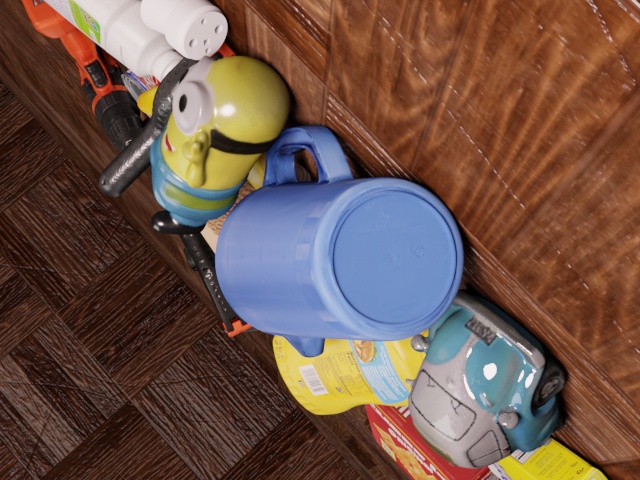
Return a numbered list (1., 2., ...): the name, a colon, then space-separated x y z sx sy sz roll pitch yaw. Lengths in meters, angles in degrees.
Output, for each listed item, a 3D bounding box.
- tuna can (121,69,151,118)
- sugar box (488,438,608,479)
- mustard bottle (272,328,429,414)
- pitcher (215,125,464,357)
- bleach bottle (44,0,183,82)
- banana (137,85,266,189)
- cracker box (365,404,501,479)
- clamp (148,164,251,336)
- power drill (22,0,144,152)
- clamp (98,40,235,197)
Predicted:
1. tuna can: -0.177 -0.157 1.167 0.086 0.033 0.086 46 169 11
2. sugar box: 0.195 0.205 0.943 0.093 0.048 0.176 53 167 -26
3. mustard bottle: 0.051 0.106 0.963 0.192 0.058 0.096 -13 111 40
4. pitcher: 0.008 0.003 0.799 0.149 0.145 0.243 38 168 -14
5. bleach bottle: -0.216 -0.228 1.003 0.251 0.068 0.102 43 169 15
6. banana: -0.102 -0.102 0.997 0.198 0.070 0.037 42 -152 26
7. cracker box: 0.128 0.231 1.228 0.164 0.072 0.213 43 167 23
8. clamp: -0.136 0.013 1.209 0.210 0.036 0.164 62 173 9
9. power drill: -0.263 -0.203 1.198 0.184 0.057 0.187 59 175 37
10. clamp: -0.123 -0.101 0.893 0.039 0.120 0.172 44 141 13
